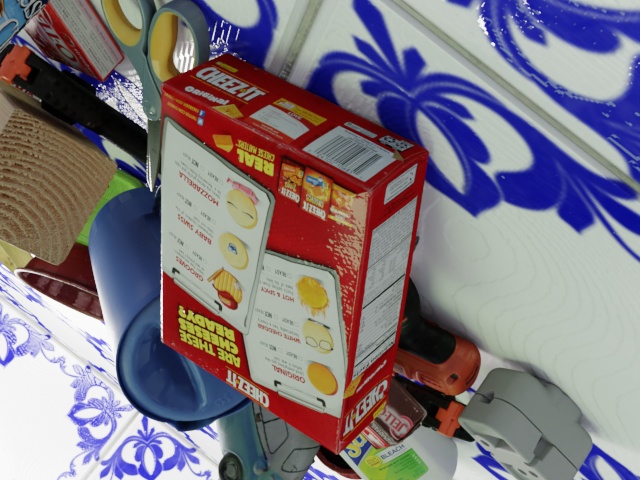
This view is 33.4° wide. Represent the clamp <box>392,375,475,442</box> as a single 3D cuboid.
[{"bbox_3d":[0.086,0.137,0.908,0.120,0.039,0.171,18,173,5],"label":"clamp"}]

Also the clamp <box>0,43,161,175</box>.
[{"bbox_3d":[-0.188,-0.106,0.839,0.164,0.036,0.210,31,179,5],"label":"clamp"}]

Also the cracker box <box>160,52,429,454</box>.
[{"bbox_3d":[-0.024,0.009,0.691,0.164,0.072,0.214,29,133,28],"label":"cracker box"}]

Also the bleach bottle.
[{"bbox_3d":[0.026,0.163,1.076,0.103,0.068,0.250,-34,112,27],"label":"bleach bottle"}]

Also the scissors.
[{"bbox_3d":[-0.125,-0.112,0.737,0.096,0.016,0.202,46,148,2],"label":"scissors"}]

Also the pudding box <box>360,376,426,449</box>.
[{"bbox_3d":[0.024,0.110,0.825,0.113,0.039,0.090,47,165,5],"label":"pudding box"}]

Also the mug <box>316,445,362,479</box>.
[{"bbox_3d":[0.033,0.215,1.211,0.117,0.093,0.081,60,176,22],"label":"mug"}]

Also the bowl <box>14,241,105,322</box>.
[{"bbox_3d":[-0.233,0.042,1.115,0.162,0.055,0.162,20,164,6],"label":"bowl"}]

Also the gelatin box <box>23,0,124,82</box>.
[{"bbox_3d":[-0.195,-0.164,0.788,0.073,0.030,0.089,26,159,34],"label":"gelatin box"}]

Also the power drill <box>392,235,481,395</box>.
[{"bbox_3d":[0.026,0.037,0.821,0.185,0.057,0.187,22,159,31],"label":"power drill"}]

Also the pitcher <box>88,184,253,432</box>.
[{"bbox_3d":[-0.130,0.034,0.925,0.145,0.149,0.243,45,-177,-32],"label":"pitcher"}]

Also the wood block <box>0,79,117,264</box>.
[{"bbox_3d":[-0.244,-0.065,0.856,0.090,0.091,0.206,30,-178,-29],"label":"wood block"}]
